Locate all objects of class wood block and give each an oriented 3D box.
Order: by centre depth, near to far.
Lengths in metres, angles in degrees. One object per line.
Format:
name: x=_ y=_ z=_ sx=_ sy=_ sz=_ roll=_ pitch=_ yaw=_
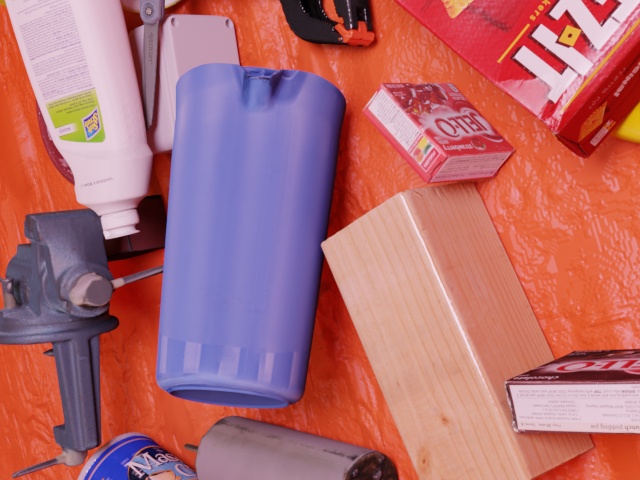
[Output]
wood block: x=0.095 y=0.072 z=0.752 sx=0.090 sy=0.090 sz=0.206 roll=-33 pitch=74 yaw=41

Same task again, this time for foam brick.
foam brick: x=-0.191 y=-0.010 z=1.028 sx=0.078 sy=0.052 sz=0.051 roll=-15 pitch=87 yaw=44

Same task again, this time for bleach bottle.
bleach bottle: x=-0.197 y=-0.125 z=0.881 sx=0.103 sy=0.067 sz=0.251 roll=-10 pitch=94 yaw=36

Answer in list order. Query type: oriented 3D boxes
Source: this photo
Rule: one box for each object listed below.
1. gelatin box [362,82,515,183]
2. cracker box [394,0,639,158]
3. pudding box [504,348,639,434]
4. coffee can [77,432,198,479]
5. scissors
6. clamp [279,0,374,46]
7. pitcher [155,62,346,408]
gelatin box: x=0.083 y=-0.076 z=0.739 sx=0.073 sy=0.089 sz=0.030 roll=52 pitch=126 yaw=24
cracker box: x=0.133 y=-0.183 z=0.661 sx=0.164 sy=0.072 sz=0.214 roll=-51 pitch=61 yaw=15
pudding box: x=0.188 y=0.093 z=0.670 sx=0.114 sy=0.089 sz=0.039 roll=-11 pitch=90 yaw=44
coffee can: x=-0.148 y=0.256 z=0.998 sx=0.140 sy=0.102 sz=0.103 roll=25 pitch=113 yaw=38
scissors: x=-0.120 y=-0.196 z=0.859 sx=0.096 sy=0.016 sz=0.202 roll=-8 pitch=95 yaw=26
clamp: x=-0.019 y=-0.208 z=0.849 sx=0.120 sy=0.039 sz=0.171 roll=-49 pitch=57 yaw=43
pitcher: x=-0.055 y=0.001 z=0.808 sx=0.145 sy=0.149 sz=0.243 roll=-9 pitch=69 yaw=40
